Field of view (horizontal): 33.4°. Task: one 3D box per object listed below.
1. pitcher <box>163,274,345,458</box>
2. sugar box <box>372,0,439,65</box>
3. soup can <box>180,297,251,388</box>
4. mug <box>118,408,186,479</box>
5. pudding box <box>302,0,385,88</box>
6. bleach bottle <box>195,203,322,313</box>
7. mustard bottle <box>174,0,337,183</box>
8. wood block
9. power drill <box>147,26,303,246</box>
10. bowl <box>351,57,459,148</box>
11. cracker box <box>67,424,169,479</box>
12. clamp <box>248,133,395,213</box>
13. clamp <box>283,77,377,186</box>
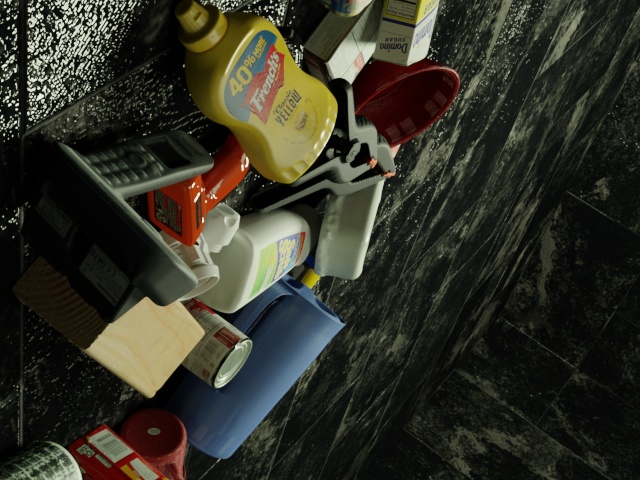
[{"bbox_3d":[-0.093,0.154,1.362,0.243,0.149,0.145,-53,-155,2],"label":"pitcher"},{"bbox_3d":[0.102,-0.275,1.106,0.093,0.048,0.176,-41,143,-65],"label":"sugar box"},{"bbox_3d":[-0.135,0.108,1.183,0.068,0.102,0.068,-49,162,-22],"label":"soup can"},{"bbox_3d":[-0.201,0.267,1.299,0.093,0.117,0.082,-19,140,-33],"label":"mug"},{"bbox_3d":[0.031,-0.218,1.126,0.113,0.039,0.090,-56,162,-8],"label":"pudding box"},{"bbox_3d":[-0.058,0.002,1.265,0.250,0.068,0.103,-32,143,-61],"label":"bleach bottle"},{"bbox_3d":[-0.061,-0.137,0.908,0.096,0.058,0.191,-58,137,-13],"label":"mustard bottle"},{"bbox_3d":[-0.187,0.066,0.978,0.090,0.091,0.206,-51,163,-11],"label":"wood block"},{"bbox_3d":[-0.083,-0.095,1.013,0.187,0.057,0.184,-44,157,-31],"label":"power drill"},{"bbox_3d":[0.083,-0.172,1.272,0.162,0.055,0.162,-24,157,-11],"label":"bowl"},{"bbox_3d":[-0.245,0.348,1.236,0.072,0.164,0.214,-26,146,-56],"label":"cracker box"},{"bbox_3d":[0.028,-0.098,1.243,0.209,0.036,0.165,-6,143,-49],"label":"clamp"},{"bbox_3d":[0.024,-0.110,1.128,0.120,0.039,0.171,-57,161,16],"label":"clamp"}]
